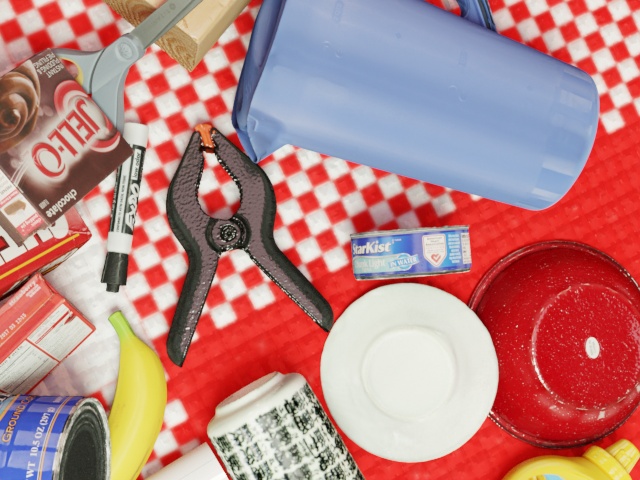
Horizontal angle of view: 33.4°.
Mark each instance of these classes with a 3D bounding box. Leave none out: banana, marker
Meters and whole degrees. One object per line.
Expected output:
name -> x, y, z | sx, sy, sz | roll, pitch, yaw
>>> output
banana -> -0.158, 0.151, 0.738 | 0.070, 0.037, 0.197 | 25, 80, 13
marker -> -0.139, -0.023, 0.759 | 0.020, 0.020, 0.121 | 8, 85, -10

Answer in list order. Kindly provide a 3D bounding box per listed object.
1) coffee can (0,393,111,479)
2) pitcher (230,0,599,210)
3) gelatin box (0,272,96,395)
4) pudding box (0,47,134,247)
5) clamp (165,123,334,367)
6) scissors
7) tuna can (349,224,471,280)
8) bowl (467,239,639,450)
coffee can -> -0.215, 0.146, 0.672 | 0.140, 0.102, 0.103 | 2, 86, 7
pitcher -> 0.069, -0.115, 0.752 | 0.242, 0.145, 0.149 | 17, 126, -13
gelatin box -> -0.194, 0.065, 0.706 | 0.030, 0.089, 0.073 | 43, 79, 14
pudding box -> -0.182, -0.061, 0.681 | 0.090, 0.039, 0.113 | 50, 36, -11
clamp -> -0.055, 0.001, 0.763 | 0.120, 0.039, 0.171 | -4, 87, -12
scissors -> -0.124, -0.108, 0.713 | 0.202, 0.016, 0.096 | -14, 111, 26
tuna can -> 0.064, 0.009, 0.762 | 0.086, 0.086, 0.034 | -4, 89, -11
bowl -> 0.189, 0.078, 0.796 | 0.162, 0.055, 0.162 | 1, 87, -11
